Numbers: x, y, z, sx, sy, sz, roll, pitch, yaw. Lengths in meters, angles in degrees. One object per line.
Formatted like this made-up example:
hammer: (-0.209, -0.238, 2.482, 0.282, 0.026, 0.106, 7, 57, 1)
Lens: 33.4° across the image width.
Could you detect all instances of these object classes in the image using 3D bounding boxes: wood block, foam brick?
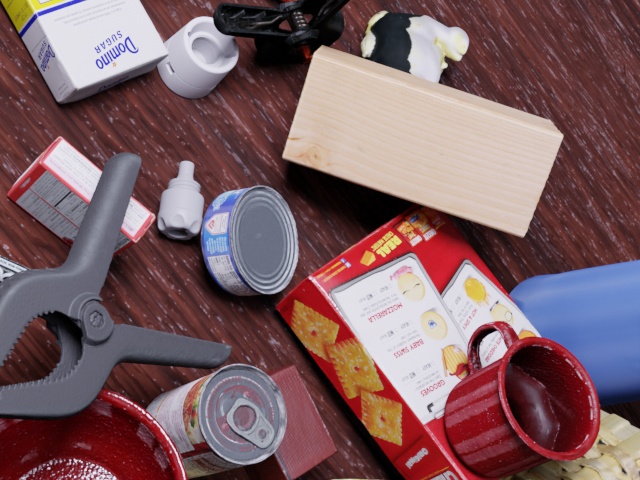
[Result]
wood block: (0.082, -0.084, 0.884, 0.206, 0.090, 0.091, 18, 106, 0)
foam brick: (-0.035, 0.141, 0.814, 0.051, 0.053, 0.078, -26, 90, -37)

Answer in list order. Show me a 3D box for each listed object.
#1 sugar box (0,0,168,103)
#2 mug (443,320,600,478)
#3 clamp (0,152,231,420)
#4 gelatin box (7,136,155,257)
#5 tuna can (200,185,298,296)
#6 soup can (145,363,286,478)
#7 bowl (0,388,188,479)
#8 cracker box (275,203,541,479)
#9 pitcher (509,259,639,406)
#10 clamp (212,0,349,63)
sugar box: (-0.202, -0.201, 0.829, 0.093, 0.048, 0.176, -30, 95, -37)
mug: (0.142, 0.118, 0.799, 0.093, 0.082, 0.117, -11, 71, -35)
clamp: (-0.145, 0.058, 0.683, 0.209, 0.036, 0.164, -47, 113, -45)
gelatin box: (-0.172, -0.026, 0.768, 0.089, 0.073, 0.030, 41, 56, -15)
tuna can: (-0.056, 0.001, 0.843, 0.086, 0.034, 0.086, 14, 73, -54)
soup can: (-0.078, 0.131, 0.757, 0.068, 0.102, 0.068, 12, 67, -30)
bowl: (-0.166, 0.178, 0.691, 0.162, 0.055, 0.162, 3, 64, -7)
cracker box: (0.091, 0.091, 0.883, 0.163, 0.072, 0.214, -33, 84, -39)
pitcher: (0.287, 0.079, 0.931, 0.149, 0.243, 0.145, -36, 98, -31)
clamp: (-0.011, -0.184, 0.882, 0.171, 0.120, 0.039, -3, 81, -78)
